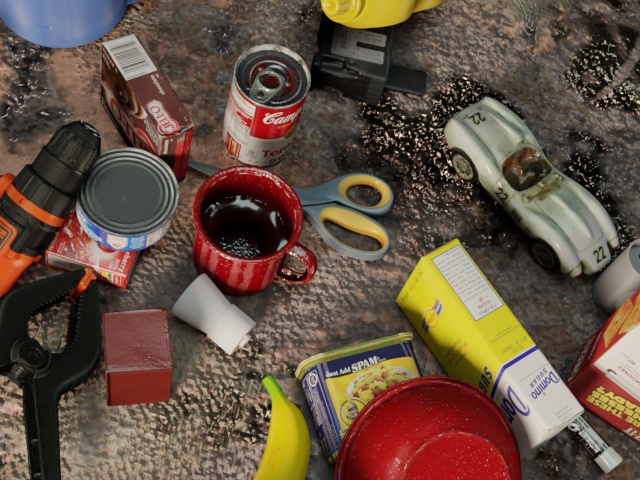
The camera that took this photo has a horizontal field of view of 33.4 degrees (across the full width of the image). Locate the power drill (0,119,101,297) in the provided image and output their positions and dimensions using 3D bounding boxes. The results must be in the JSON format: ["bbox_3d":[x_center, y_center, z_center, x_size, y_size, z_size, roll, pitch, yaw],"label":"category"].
[{"bbox_3d":[-0.290,-0.058,0.875,0.188,0.057,0.184,37,93,14],"label":"power drill"}]

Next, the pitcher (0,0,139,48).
[{"bbox_3d":[-0.226,-0.287,0.941,0.149,0.243,0.145,-41,80,-21],"label":"pitcher"}]

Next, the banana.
[{"bbox_3d":[-0.058,0.203,0.837,0.070,0.037,0.197,22,59,16],"label":"banana"}]

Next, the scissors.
[{"bbox_3d":[-0.017,-0.052,0.991,0.202,0.016,0.096,31,59,6],"label":"scissors"}]

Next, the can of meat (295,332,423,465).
[{"bbox_3d":[0.041,0.132,0.882,0.102,0.057,0.084,-13,68,-17],"label":"can of meat"}]

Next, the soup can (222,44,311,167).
[{"bbox_3d":[-0.051,-0.120,0.970,0.068,0.102,0.068,5,62,-9],"label":"soup can"}]

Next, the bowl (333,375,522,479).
[{"bbox_3d":[0.094,0.188,0.825,0.162,0.055,0.162,0,91,-16],"label":"bowl"}]

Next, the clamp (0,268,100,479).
[{"bbox_3d":[-0.239,0.094,0.825,0.164,0.036,0.209,34,46,-18],"label":"clamp"}]

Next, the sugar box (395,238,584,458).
[{"bbox_3d":[0.138,0.095,0.900,0.048,0.093,0.176,-25,70,-22],"label":"sugar box"}]

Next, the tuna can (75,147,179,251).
[{"bbox_3d":[-0.164,-0.034,0.905,0.086,0.034,0.086,6,61,-10],"label":"tuna can"}]

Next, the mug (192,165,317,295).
[{"bbox_3d":[-0.056,0.001,0.916,0.117,0.082,0.093,27,60,3],"label":"mug"}]

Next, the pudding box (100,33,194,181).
[{"bbox_3d":[-0.156,-0.114,0.952,0.039,0.090,0.113,-22,68,-23],"label":"pudding box"}]

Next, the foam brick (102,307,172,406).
[{"bbox_3d":[-0.146,0.094,0.851,0.051,0.078,0.053,-3,63,-12],"label":"foam brick"}]

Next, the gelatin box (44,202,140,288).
[{"bbox_3d":[-0.189,-0.011,0.925,0.073,0.030,0.089,18,61,-2],"label":"gelatin box"}]

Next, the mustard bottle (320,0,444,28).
[{"bbox_3d":[0.052,-0.247,1.039,0.096,0.058,0.191,29,33,15],"label":"mustard bottle"}]
